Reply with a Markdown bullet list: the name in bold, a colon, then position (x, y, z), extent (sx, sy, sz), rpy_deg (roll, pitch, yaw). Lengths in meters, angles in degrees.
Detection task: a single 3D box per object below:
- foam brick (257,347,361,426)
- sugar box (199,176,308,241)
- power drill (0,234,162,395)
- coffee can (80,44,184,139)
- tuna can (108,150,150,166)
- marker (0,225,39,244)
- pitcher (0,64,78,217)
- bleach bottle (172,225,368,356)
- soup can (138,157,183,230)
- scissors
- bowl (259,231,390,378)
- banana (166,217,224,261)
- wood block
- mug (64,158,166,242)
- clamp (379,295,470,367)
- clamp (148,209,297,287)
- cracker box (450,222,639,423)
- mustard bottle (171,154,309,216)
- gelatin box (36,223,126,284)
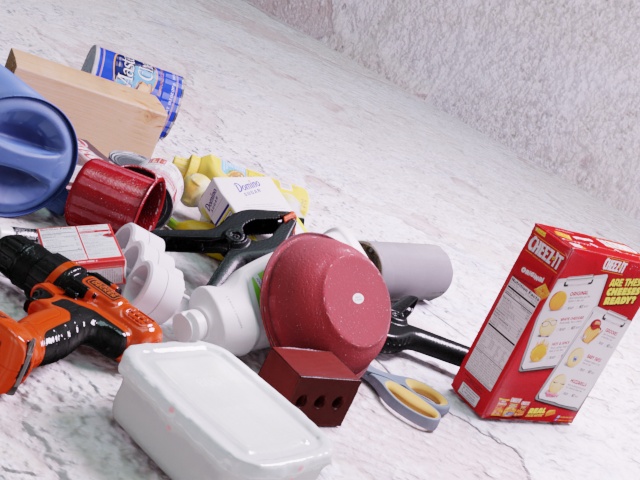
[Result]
- **foam brick**: position (-0.013, 0.133, 0.973), extent (0.078, 0.053, 0.051), rpy_deg (9, 23, -41)
- **sugar box**: position (-0.058, 0.002, 1.233), extent (0.093, 0.048, 0.176), rpy_deg (-4, 47, -44)
- **power drill**: position (-0.244, 0.055, 0.881), extent (0.184, 0.057, 0.187), rpy_deg (30, 17, 18)
- **coffee can**: position (-0.288, -0.221, 1.599), extent (0.140, 0.103, 0.103), rpy_deg (17, 18, -23)
- **tuna can**: position (-0.234, -0.082, 1.363), extent (0.086, 0.034, 0.086), rpy_deg (22, 17, -7)
- **marker**: position (-0.275, -0.001, 1.081), extent (0.120, 0.020, 0.020), rpy_deg (7, 24, -47)
- **pitcher**: position (-0.363, -0.124, 1.180), extent (0.144, 0.149, 0.243), rpy_deg (-5, 27, -31)
- **bleach bottle**: position (-0.049, 0.054, 1.082), extent (0.250, 0.068, 0.102), rpy_deg (-14, 66, -46)
- **soup can**: position (-0.201, -0.055, 1.268), extent (0.068, 0.068, 0.102), rpy_deg (23, 16, -6)
- **scissors**: position (0.058, 0.137, 1.130), extent (0.202, 0.016, 0.096), rpy_deg (36, 19, 36)
- **bowl**: position (0.019, 0.064, 1.051), extent (0.161, 0.162, 0.055), rpy_deg (9, -19, -42)
- **banana**: position (-0.089, 0.009, 1.280), extent (0.197, 0.037, 0.069), rpy_deg (20, 19, -15)
- **wood block**: position (-0.322, -0.173, 1.423), extent (0.205, 0.091, 0.090), rpy_deg (16, 18, -26)
- **mug**: position (-0.219, -0.046, 1.161), extent (0.081, 0.093, 0.117), rpy_deg (21, 44, 5)
- **clamp**: position (0.091, 0.106, 1.229), extent (0.209, 0.036, 0.165), rpy_deg (5, 21, -44)
- **clamp**: position (-0.092, 0.015, 1.143), extent (0.171, 0.039, 0.120), rpy_deg (-17, 57, -23)
- **cracker box**: position (0.260, 0.096, 1.187), extent (0.163, 0.214, 0.072), rpy_deg (11, 21, -39)
- **mustard bottle**: position (-0.113, -0.074, 1.466), extent (0.191, 0.058, 0.096), rpy_deg (21, 18, -14)
- **gelatin box**: position (-0.233, 0.016, 1.035), extent (0.073, 0.030, 0.089), rpy_deg (-6, 27, -20)
